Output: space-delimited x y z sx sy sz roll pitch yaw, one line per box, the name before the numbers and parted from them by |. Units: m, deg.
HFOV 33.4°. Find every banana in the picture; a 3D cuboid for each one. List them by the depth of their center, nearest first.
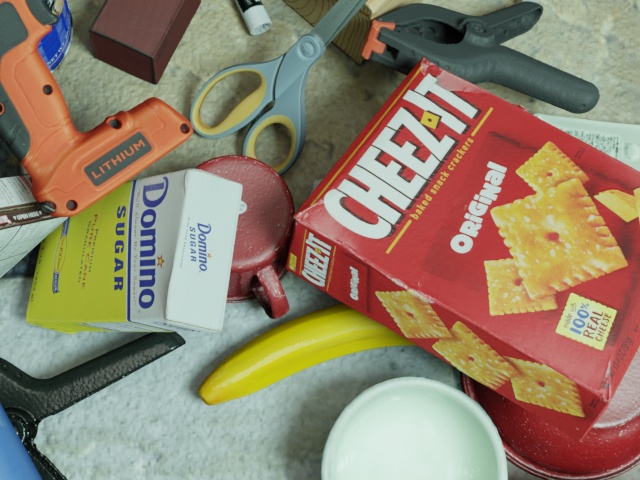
banana | 0.012 0.069 0.725 0.198 0.069 0.037 -14 112 16

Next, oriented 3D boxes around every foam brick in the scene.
foam brick | -0.127 -0.165 0.783 0.051 0.053 0.078 25 75 1

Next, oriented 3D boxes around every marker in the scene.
marker | -0.070 -0.213 0.817 0.020 0.020 0.121 -24 79 -11

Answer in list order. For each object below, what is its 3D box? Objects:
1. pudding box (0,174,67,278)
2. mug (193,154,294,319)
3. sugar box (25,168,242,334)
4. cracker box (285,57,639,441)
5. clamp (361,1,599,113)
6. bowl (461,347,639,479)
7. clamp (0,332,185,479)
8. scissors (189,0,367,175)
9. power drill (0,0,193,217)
pudding box | -0.228 0.004 0.688 0.114 0.089 0.039 -36 84 24
mug | -0.055 0.001 0.733 0.093 0.081 0.117 -25 79 -11
sugar box | -0.124 0.011 0.681 0.048 0.177 0.093 16 75 -37
cracker box | 0.111 -0.002 0.674 0.214 0.072 0.164 31 60 13
clamp | 0.111 -0.145 0.776 0.171 0.039 0.120 9 37 -16
bowl | 0.183 0.087 0.747 0.162 0.055 0.162 1 76 -5
clamp | -0.195 0.119 0.711 0.210 0.036 0.164 16 81 2
scissors | -0.003 -0.114 0.748 0.202 0.016 0.096 -27 97 24
power drill | -0.159 -0.123 0.643 0.184 0.057 0.187 -37 106 -11
